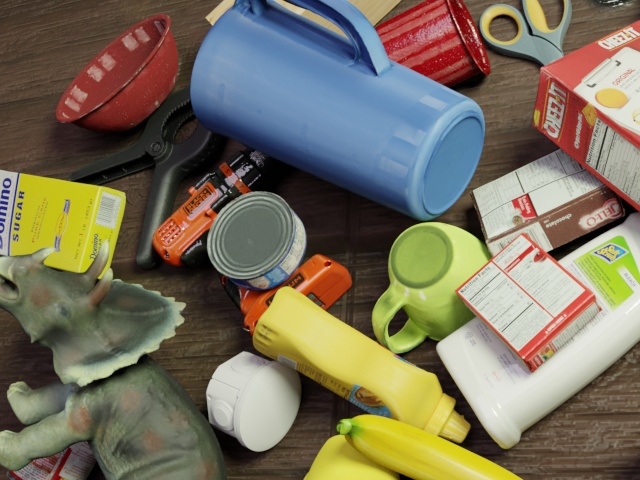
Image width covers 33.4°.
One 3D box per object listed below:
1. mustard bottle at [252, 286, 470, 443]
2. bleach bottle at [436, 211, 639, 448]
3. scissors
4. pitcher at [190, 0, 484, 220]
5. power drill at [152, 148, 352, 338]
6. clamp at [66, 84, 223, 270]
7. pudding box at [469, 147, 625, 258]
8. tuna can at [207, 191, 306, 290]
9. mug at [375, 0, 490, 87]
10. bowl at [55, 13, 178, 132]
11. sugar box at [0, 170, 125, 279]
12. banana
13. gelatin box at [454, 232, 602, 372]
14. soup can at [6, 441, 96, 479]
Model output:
[{"bbox_3d":[0.037,0.111,0.887,0.192,0.096,0.058,31,73,8],"label":"mustard bottle"},{"bbox_3d":[0.221,0.055,0.850,0.251,0.068,0.103,-35,55,6],"label":"bleach bottle"},{"bbox_3d":[0.198,-0.158,0.982,0.096,0.016,0.202,-12,64,23],"label":"scissors"},{"bbox_3d":[0.015,-0.120,0.915,0.243,0.149,0.145,28,89,29],"label":"pitcher"},{"bbox_3d":[-0.052,-0.004,1.016,0.184,0.057,0.188,-43,55,4],"label":"power drill"},{"bbox_3d":[-0.172,-0.092,1.123,0.165,0.036,0.210,35,90,33],"label":"clamp"},{"bbox_3d":[0.188,-0.032,0.897,0.113,0.039,0.090,-25,28,13],"label":"pudding box"},{"bbox_3d":[-0.056,0.001,0.959,0.086,0.033,0.086,-10,62,20],"label":"tuna can"},{"bbox_3d":[0.103,-0.186,1.006,0.082,0.093,0.117,-24,29,21],"label":"mug"},{"bbox_3d":[-0.206,-0.167,1.141,0.162,0.055,0.162,-31,31,21],"label":"bowl"},{"bbox_3d":[-0.287,-0.019,1.123,0.176,0.048,0.093,9,83,35],"label":"sugar box"},{"bbox_3d":[0.096,0.180,0.832,0.197,0.069,0.037,24,99,-7],"label":"banana"},{"bbox_3d":[0.160,0.046,0.827,0.073,0.030,0.089,-42,49,-1],"label":"gelatin box"},{"bbox_3d":[-0.242,0.192,1.014,0.069,0.068,0.102,24,80,32],"label":"soup can"}]
